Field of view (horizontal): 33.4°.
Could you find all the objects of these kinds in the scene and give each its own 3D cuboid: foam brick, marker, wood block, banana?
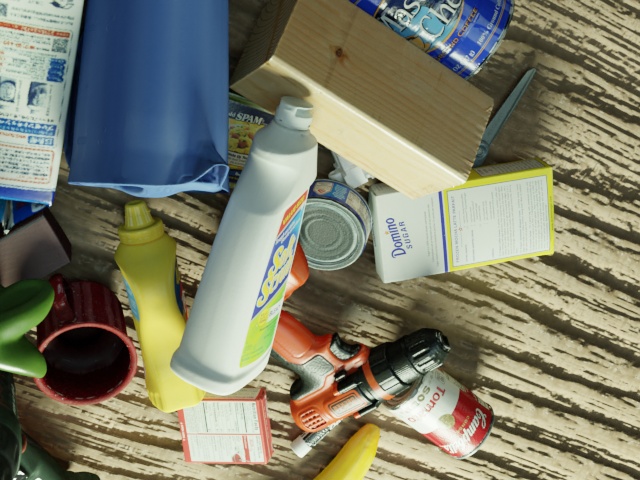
[{"bbox_3d":[-0.270,0.009,0.966,0.078,0.053,0.051,-30,112,-2],"label":"foam brick"},{"bbox_3d":[0.018,0.178,1.109,0.121,0.020,0.020,-43,112,2],"label":"marker"},{"bbox_3d":[0.038,-0.129,0.936,0.206,0.090,0.090,30,69,-22],"label":"wood block"},{"bbox_3d":[-0.015,0.264,1.119,0.197,0.037,0.069,-27,114,-4],"label":"banana"}]

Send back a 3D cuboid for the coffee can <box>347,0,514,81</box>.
[{"bbox_3d":[0.086,-0.216,0.952,0.140,0.103,0.103,29,99,-21],"label":"coffee can"}]

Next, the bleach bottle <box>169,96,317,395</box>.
[{"bbox_3d":[-0.056,0.001,0.909,0.068,0.102,0.251,23,112,17],"label":"bleach bottle"}]

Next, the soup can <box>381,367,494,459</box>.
[{"bbox_3d":[0.121,0.171,1.106,0.102,0.068,0.068,38,96,-21],"label":"soup can"}]

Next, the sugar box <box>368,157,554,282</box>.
[{"bbox_3d":[0.138,-0.021,1.041,0.176,0.048,0.093,-8,109,-5],"label":"sugar box"}]

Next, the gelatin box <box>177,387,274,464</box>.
[{"bbox_3d":[-0.095,0.183,1.062,0.089,0.030,0.073,-2,110,12],"label":"gelatin box"}]

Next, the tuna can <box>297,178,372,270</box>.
[{"bbox_3d":[0.004,-0.014,1.014,0.086,0.033,0.086,8,127,10],"label":"tuna can"}]

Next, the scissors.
[{"bbox_3d":[0.136,-0.088,1.053,0.096,0.016,0.202,15,103,-18],"label":"scissors"}]

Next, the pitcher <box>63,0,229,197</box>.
[{"bbox_3d":[-0.144,-0.157,0.890,0.149,0.145,0.243,3,90,-4],"label":"pitcher"}]

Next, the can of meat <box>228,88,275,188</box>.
[{"bbox_3d":[-0.075,-0.094,0.977,0.102,0.057,0.084,17,104,-19],"label":"can of meat"}]

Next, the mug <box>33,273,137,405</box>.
[{"bbox_3d":[-0.222,0.081,0.974,0.093,0.081,0.117,-22,125,-3],"label":"mug"}]

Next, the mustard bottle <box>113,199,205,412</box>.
[{"bbox_3d":[-0.151,0.055,0.986,0.058,0.096,0.191,-13,110,-6],"label":"mustard bottle"}]

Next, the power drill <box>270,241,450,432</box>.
[{"bbox_3d":[0.006,0.090,1.029,0.185,0.057,0.187,-32,110,24],"label":"power drill"}]
